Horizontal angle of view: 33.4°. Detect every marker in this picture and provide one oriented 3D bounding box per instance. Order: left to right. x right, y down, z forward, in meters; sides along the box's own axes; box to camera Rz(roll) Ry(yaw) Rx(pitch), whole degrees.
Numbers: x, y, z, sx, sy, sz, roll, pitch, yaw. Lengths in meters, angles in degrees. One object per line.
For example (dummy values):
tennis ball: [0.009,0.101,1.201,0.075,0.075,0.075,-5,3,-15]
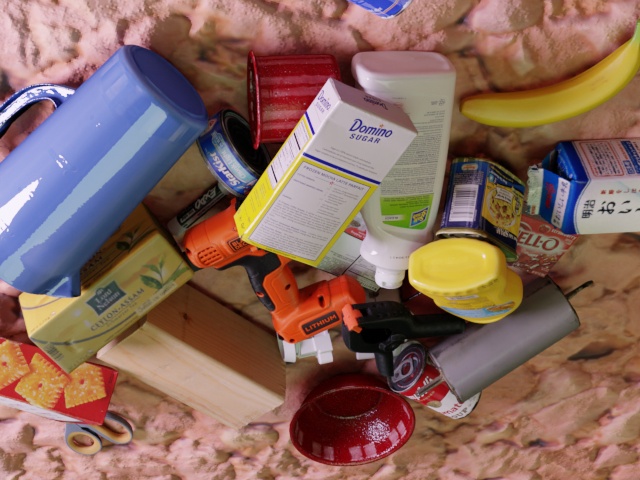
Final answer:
marker: [-0.116,-0.045,1.134,0.121,0.020,0.020,-37,126,25]

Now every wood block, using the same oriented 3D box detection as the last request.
wood block: [-0.144,0.127,1.234,0.090,0.091,0.205,-35,127,30]

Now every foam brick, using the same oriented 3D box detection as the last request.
foam brick: [0.133,0.063,1.235,0.051,0.053,0.078,-32,128,21]

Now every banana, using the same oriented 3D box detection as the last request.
banana: [0.239,-0.152,1.066,0.198,0.037,0.069,-25,112,14]

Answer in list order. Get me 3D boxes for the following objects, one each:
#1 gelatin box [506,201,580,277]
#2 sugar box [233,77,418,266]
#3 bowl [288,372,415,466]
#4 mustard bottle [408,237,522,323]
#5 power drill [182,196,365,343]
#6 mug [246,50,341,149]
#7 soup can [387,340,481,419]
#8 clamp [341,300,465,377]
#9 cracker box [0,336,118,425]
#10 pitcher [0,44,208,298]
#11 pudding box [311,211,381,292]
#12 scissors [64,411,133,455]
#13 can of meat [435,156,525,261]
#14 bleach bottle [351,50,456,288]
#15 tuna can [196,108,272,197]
gelatin box: [0.234,-0.002,1.201,0.089,0.030,0.073,18,128,-21]
sugar box: [0.002,-0.061,1.001,0.093,0.048,0.176,20,120,-31]
bowl: [0.038,0.219,1.364,0.162,0.055,0.162,-3,132,-3]
mustard bottle: [0.165,0.050,1.141,0.096,0.058,0.191,-7,161,20]
power drill: [-0.025,0.016,1.125,0.184,0.057,0.187,-24,128,14]
mug: [-0.026,-0.129,1.026,0.081,0.093,0.117,-4,149,-9]
soup can: [0.143,0.174,1.327,0.102,0.068,0.069,29,123,-29]
clamp: [0.072,0.108,1.182,0.171,0.039,0.120,18,126,-43]
cracker box: [-0.356,0.146,1.200,0.213,0.072,0.164,22,163,-24]
pitcher: [-0.230,-0.077,1.020,0.243,0.145,0.149,-43,127,17]
pudding box: [0.054,-0.002,1.178,0.090,0.039,0.114,22,128,-23]
scissors: [-0.333,0.222,1.355,0.201,0.016,0.096,30,123,-28]
can of meat: [0.170,-0.032,1.113,0.058,0.084,0.102,0,163,39]
bleach bottle: [0.073,-0.062,1.076,0.102,0.068,0.251,-2,122,-11]
tuna can: [-0.084,-0.087,1.054,0.034,0.086,0.086,-32,127,19]
